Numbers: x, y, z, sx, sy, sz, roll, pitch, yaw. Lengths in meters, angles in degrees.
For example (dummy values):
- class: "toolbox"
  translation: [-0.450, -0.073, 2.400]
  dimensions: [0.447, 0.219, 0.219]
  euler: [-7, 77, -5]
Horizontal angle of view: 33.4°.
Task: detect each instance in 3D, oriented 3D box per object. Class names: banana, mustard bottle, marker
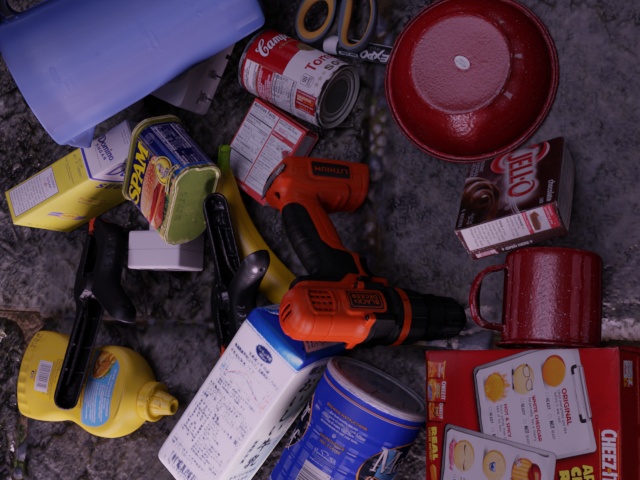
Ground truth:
- class: "banana"
  translation: [-0.066, 0.004, 1.059]
  dimensions: [0.198, 0.037, 0.070]
  euler: [59, 152, 6]
- class: "mustard bottle"
  translation: [-0.233, 0.157, 1.136]
  dimensions: [0.192, 0.058, 0.096]
  euler: [8, 82, 29]
- class: "marker"
  translation: [0.058, -0.181, 1.035]
  dimensions: [0.121, 0.020, 0.020]
  euler: [16, 93, 29]

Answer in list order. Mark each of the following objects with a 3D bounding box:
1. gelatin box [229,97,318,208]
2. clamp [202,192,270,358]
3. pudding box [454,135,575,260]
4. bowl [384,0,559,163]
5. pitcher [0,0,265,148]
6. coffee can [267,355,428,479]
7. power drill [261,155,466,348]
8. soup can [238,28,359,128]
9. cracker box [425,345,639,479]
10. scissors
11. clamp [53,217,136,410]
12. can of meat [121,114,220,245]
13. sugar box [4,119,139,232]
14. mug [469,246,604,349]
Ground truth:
- class: "gelatin box"
  translation: [-0.054, -0.088, 1.081]
  dimensions: [0.073, 0.030, 0.089]
  euler: [36, 103, 28]
- class: "clamp"
  translation: [-0.079, 0.050, 1.026]
  dimensions: [0.120, 0.039, 0.171]
  euler: [-132, 33, -57]
- class: "pudding box"
  translation: [0.168, -0.037, 0.913]
  dimensions: [0.090, 0.113, 0.039]
  euler: [-18, 120, 26]
- class: "bowl"
  translation: [0.130, -0.153, 0.959]
  dimensions: [0.162, 0.055, 0.162]
  euler: [-1, 85, 18]
- class: "pitcher"
  translation: [-0.185, -0.211, 1.026]
  dimensions: [0.243, 0.149, 0.145]
  euler: [-28, 73, -1]
- class: "coffee can"
  translation: [0.023, 0.191, 0.968]
  dimensions: [0.103, 0.102, 0.140]
  euler: [32, 100, 27]
- class: "power drill"
  translation: [0.033, 0.012, 0.968]
  dimensions: [0.057, 0.184, 0.188]
  euler: [-54, 43, 40]
- class: "soup can"
  translation: [-0.021, -0.159, 1.048]
  dimensions: [0.102, 0.068, 0.068]
  euler: [29, 99, 27]
- class: "cracker box"
  translation: [0.177, 0.170, 0.858]
  dimensions: [0.214, 0.071, 0.164]
  euler: [-10, 77, 54]
- class: "scissors"
  translation: [0.019, -0.277, 1.059]
  dimensions: [0.096, 0.016, 0.202]
  euler: [-9, 73, 26]
- class: "clamp"
  translation: [-0.225, 0.050, 1.100]
  dimensions: [0.165, 0.036, 0.210]
  euler: [-45, 35, 41]
- class: "can of meat"
  translation: [-0.148, -0.058, 1.059]
  dimensions: [0.084, 0.057, 0.102]
  euler: [47, 135, 32]
- class: "sugar box"
  translation: [-0.240, -0.065, 1.144]
  dimensions: [0.176, 0.093, 0.048]
  euler: [-24, 74, 25]
- class: "mug"
  translation: [0.183, 0.050, 0.898]
  dimensions: [0.117, 0.093, 0.081]
  euler: [4, 81, -1]
